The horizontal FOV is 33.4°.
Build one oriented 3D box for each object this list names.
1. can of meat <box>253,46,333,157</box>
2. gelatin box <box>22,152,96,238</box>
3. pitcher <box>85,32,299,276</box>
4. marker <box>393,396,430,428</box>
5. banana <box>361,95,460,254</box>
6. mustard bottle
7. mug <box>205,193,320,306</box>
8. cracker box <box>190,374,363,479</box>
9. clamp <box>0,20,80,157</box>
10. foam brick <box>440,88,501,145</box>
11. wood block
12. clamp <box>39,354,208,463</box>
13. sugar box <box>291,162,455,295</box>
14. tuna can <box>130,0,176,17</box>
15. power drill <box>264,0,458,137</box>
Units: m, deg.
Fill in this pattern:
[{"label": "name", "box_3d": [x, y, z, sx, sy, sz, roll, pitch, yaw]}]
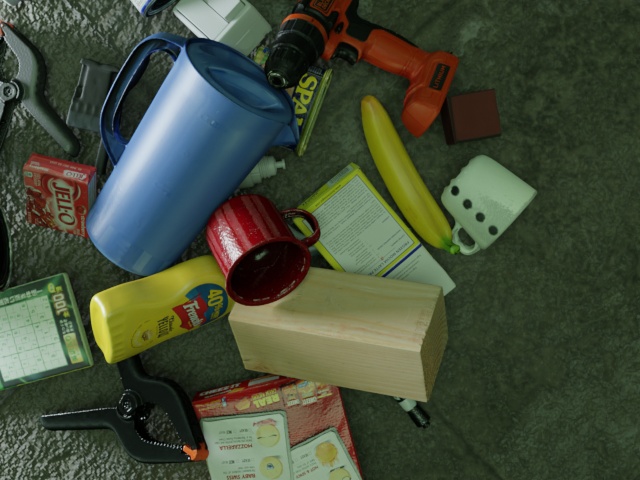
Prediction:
[{"label": "can of meat", "box_3d": [-0.042, -0.153, 1.171, 0.084, 0.057, 0.102, 21, 93, 1]}, {"label": "gelatin box", "box_3d": [-0.284, -0.049, 1.166, 0.073, 0.030, 0.089, 14, 136, 2]}, {"label": "pitcher", "box_3d": [-0.151, -0.087, 1.112, 0.243, 0.144, 0.149, -51, 53, 24]}, {"label": "marker", "box_3d": [0.083, 0.164, 1.207, 0.020, 0.020, 0.121, -39, 92, 2]}, {"label": "banana", "box_3d": [0.097, -0.067, 1.170, 0.037, 0.070, 0.198, -28, 83, -21]}, {"label": "mustard bottle", "box_3d": [-0.148, 0.063, 1.147, 0.191, 0.096, 0.058, -22, 56, -23]}, {"label": "mug", "box_3d": [-0.057, 0.001, 1.093, 0.117, 0.093, 0.081, -26, 50, -8]}, {"label": "cracker box", "box_3d": [-0.038, 0.255, 1.188, 0.164, 0.072, 0.214, -15, 94, 2]}, {"label": "clamp", "box_3d": [-0.327, -0.159, 1.180, 0.120, 0.039, 0.171, -3, 94, 3]}, {"label": "foam brick", "box_3d": [0.162, -0.133, 1.160, 0.051, 0.078, 0.053, -11, 95, 0]}, {"label": "wood block", "box_3d": [0.022, 0.092, 1.122, 0.206, 0.091, 0.090, 8, 49, 20]}, {"label": "clamp", "box_3d": [-0.202, 0.170, 1.167, 0.210, 0.036, 0.164, 23, 91, 27]}, {"label": "sugar box", "box_3d": [0.058, 0.011, 1.173, 0.093, 0.048, 0.176, -39, 105, 3]}, {"label": "tuna can", "box_3d": [-0.168, -0.279, 1.150, 0.086, 0.086, 0.034, -39, 94, 2]}, {"label": "power drill", "box_3d": [0.045, -0.188, 1.127, 0.187, 0.057, 0.184, 31, 52, -7]}]
